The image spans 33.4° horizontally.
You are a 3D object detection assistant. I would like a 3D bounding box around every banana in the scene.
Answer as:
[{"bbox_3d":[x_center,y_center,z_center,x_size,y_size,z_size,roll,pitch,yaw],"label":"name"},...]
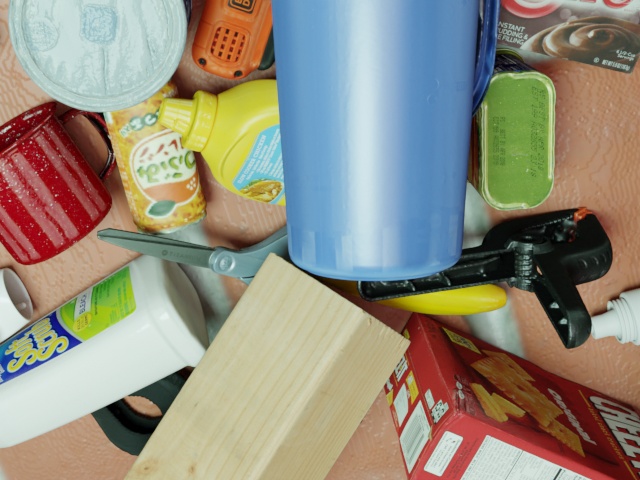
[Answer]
[{"bbox_3d":[0.050,0.023,0.791,0.197,0.070,0.037,24,62,-33],"label":"banana"}]

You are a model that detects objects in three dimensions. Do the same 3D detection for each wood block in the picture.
[{"bbox_3d":[-0.040,0.126,0.743,0.206,0.090,0.090,-57,147,-2],"label":"wood block"}]

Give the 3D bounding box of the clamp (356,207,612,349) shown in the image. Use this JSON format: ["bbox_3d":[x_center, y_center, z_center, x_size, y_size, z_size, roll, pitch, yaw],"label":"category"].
[{"bbox_3d":[0.135,0.016,0.752,0.165,0.209,0.036,10,112,28],"label":"clamp"}]

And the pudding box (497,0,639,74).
[{"bbox_3d":[0.179,-0.173,0.741,0.113,0.039,0.090,10,127,-9],"label":"pudding box"}]

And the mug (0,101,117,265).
[{"bbox_3d":[-0.191,-0.044,0.746,0.117,0.093,0.081,-44,116,-26],"label":"mug"}]

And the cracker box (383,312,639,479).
[{"bbox_3d":[0.160,0.148,0.793,0.213,0.164,0.072,24,107,-12],"label":"cracker box"}]

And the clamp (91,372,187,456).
[{"bbox_3d":[-0.101,0.137,0.825,0.171,0.039,0.120,33,103,-10],"label":"clamp"}]

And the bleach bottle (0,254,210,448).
[{"bbox_3d":[-0.205,0.103,0.778,0.251,0.102,0.068,-30,122,5],"label":"bleach bottle"}]

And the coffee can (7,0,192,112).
[{"bbox_3d":[-0.135,-0.146,0.682,0.102,0.140,0.103,-1,108,-5],"label":"coffee can"}]

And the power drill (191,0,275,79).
[{"bbox_3d":[0.021,-0.179,0.731,0.187,0.057,0.184,18,107,-8],"label":"power drill"}]

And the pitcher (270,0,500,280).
[{"bbox_3d":[0.041,-0.104,0.650,0.149,0.145,0.243,0,100,3],"label":"pitcher"}]

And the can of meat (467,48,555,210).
[{"bbox_3d":[0.130,-0.079,0.757,0.057,0.084,0.102,-5,109,-4],"label":"can of meat"}]

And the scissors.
[{"bbox_3d":[-0.055,0.001,0.770,0.201,0.016,0.096,32,92,-35],"label":"scissors"}]

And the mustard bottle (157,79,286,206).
[{"bbox_3d":[-0.019,-0.064,0.742,0.191,0.058,0.096,15,139,-19],"label":"mustard bottle"}]
